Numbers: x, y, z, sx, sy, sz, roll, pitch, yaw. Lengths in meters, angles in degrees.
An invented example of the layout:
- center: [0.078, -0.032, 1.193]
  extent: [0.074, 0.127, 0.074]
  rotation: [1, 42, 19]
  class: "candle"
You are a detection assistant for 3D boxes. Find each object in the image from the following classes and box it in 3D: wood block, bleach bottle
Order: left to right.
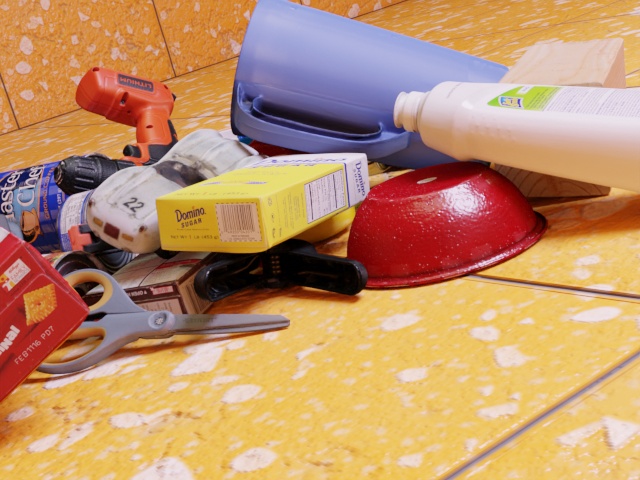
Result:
- center: [0.177, -0.082, 0.777]
  extent: [0.251, 0.068, 0.102]
  rotation: [11, 26, 26]
  class: "bleach bottle"
- center: [0.210, -0.110, 0.916]
  extent: [0.090, 0.091, 0.205]
  rotation: [-1, 19, 21]
  class: "wood block"

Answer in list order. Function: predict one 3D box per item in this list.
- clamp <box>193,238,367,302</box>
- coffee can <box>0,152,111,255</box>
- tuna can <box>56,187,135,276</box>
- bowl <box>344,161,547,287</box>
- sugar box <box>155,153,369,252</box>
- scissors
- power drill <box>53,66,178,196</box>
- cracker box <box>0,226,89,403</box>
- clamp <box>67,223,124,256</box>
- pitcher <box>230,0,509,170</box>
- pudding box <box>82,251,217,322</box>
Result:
- center: [-0.028, 0.019, 0.804]
  extent: [0.120, 0.039, 0.171]
  rotation: [5, 10, -1]
  class: "clamp"
- center: [-0.289, -0.033, 1.147]
  extent: [0.140, 0.103, 0.102]
  rotation: [-8, 16, 27]
  class: "coffee can"
- center: [-0.208, -0.005, 0.994]
  extent: [0.034, 0.086, 0.086]
  rotation: [-12, 15, 20]
  class: "tuna can"
- center: [0.086, -0.020, 0.803]
  extent: [0.162, 0.055, 0.162]
  rotation: [-14, 14, 4]
  class: "bowl"
- center: [-0.039, -0.033, 0.829]
  extent: [0.093, 0.048, 0.176]
  rotation: [1, 17, 27]
  class: "sugar box"
- center: [-0.122, 0.047, 0.774]
  extent: [0.202, 0.016, 0.096]
  rotation: [-15, 50, 8]
  class: "scissors"
- center: [-0.200, -0.098, 1.106]
  extent: [0.184, 0.188, 0.057]
  rotation: [12, -50, -37]
  class: "power drill"
- center: [-0.256, 0.066, 0.716]
  extent: [0.164, 0.072, 0.214]
  rotation: [-47, 24, -13]
  class: "cracker box"
- center: [-0.149, -0.010, 0.964]
  extent: [0.165, 0.036, 0.209]
  rotation: [-15, -1, 43]
  class: "clamp"
- center: [0.043, -0.127, 0.968]
  extent: [0.243, 0.149, 0.145]
  rotation: [15, -8, 5]
  class: "pitcher"
- center: [-0.123, 0.035, 0.854]
  extent: [0.090, 0.039, 0.113]
  rotation: [-10, 14, 22]
  class: "pudding box"
